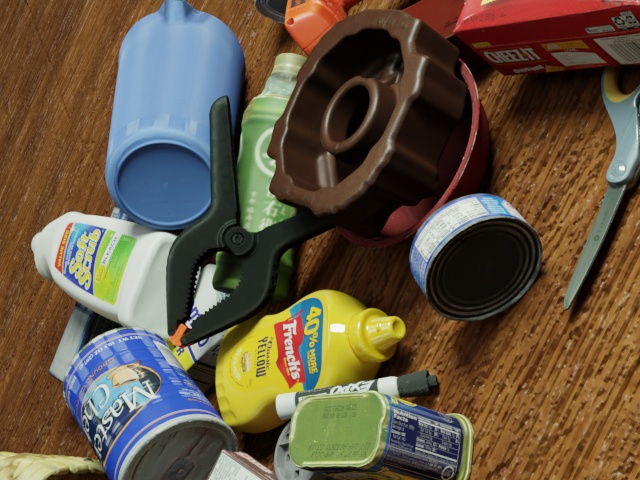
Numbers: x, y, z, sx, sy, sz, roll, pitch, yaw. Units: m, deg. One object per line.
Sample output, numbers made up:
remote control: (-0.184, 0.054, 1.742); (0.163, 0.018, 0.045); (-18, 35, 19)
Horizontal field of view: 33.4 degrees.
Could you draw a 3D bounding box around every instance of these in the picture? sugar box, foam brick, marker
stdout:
sugar box: (-0.138, 0.110, 1.018); (0.176, 0.048, 0.093); (-46, 40, 28)
foam brick: (0.105, -0.165, 0.853); (0.078, 0.051, 0.053); (-18, 58, 47)
marker: (0.027, 0.113, 0.780); (0.121, 0.020, 0.020); (-12, 57, 15)

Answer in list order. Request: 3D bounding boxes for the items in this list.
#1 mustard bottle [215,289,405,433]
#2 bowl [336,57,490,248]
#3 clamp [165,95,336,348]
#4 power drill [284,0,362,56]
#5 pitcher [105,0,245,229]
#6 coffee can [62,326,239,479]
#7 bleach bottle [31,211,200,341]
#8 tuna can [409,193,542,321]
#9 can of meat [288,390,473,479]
mustard bottle: (-0.006, 0.091, 0.846); (0.192, 0.058, 0.096); (-23, 55, 44)
bowl: (0.078, -0.062, 0.826); (0.162, 0.055, 0.162); (-30, 49, 41)
clamp: (-0.056, 0.001, 0.888); (0.036, 0.164, 0.210); (65, -131, -80)
power drill: (0.058, -0.223, 0.881); (0.188, 0.057, 0.184); (-34, 21, 19)
pitcher: (-0.140, -0.109, 1.037); (0.145, 0.149, 0.243); (-39, 28, 22)
coffee can: (-0.144, 0.151, 0.892); (0.103, 0.102, 0.140); (-59, 41, 10)
bleach bottle: (-0.221, 0.027, 1.059); (0.251, 0.068, 0.102); (10, 78, 48)
tuna can: (0.104, 0.011, 0.724); (0.086, 0.086, 0.034); (-53, 35, 18)
can of meat: (0.039, 0.140, 0.737); (0.102, 0.083, 0.057); (-15, 59, 48)
